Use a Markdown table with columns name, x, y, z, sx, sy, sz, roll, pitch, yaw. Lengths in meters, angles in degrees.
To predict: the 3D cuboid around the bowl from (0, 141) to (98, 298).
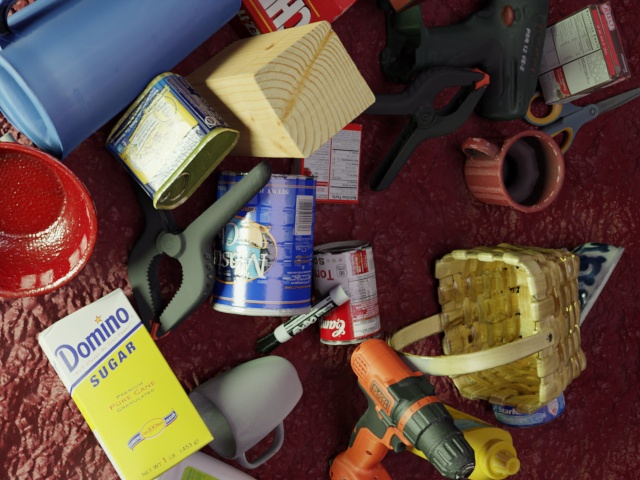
| name | x | y | z | sx | sy | sz | roll | pitch | yaw |
| --- | --- | --- | --- | --- | --- | --- | --- | --- | --- |
| bowl | -0.282 | -0.028 | 0.978 | 0.162 | 0.055 | 0.162 | -2 | 121 | -4 |

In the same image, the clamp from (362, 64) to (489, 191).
| name | x | y | z | sx | sy | sz | roll | pitch | yaw |
| --- | --- | --- | --- | --- | --- | --- | --- | --- | --- |
| clamp | 0.104 | -0.127 | 1.146 | 0.171 | 0.039 | 0.120 | -21 | 127 | -7 |

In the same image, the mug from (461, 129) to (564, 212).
| name | x | y | z | sx | sy | sz | roll | pitch | yaw |
| --- | --- | --- | --- | --- | --- | --- | --- | --- | --- |
| mug | 0.211 | -0.086 | 1.229 | 0.117 | 0.082 | 0.093 | 26 | 83 | -26 |

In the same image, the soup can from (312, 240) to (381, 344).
| name | x | y | z | sx | sy | sz | roll | pitch | yaw |
| --- | --- | --- | --- | --- | --- | --- | --- | --- | --- |
| soup can | 0.028 | 0.055 | 1.157 | 0.068 | 0.069 | 0.102 | -11 | 99 | -26 |

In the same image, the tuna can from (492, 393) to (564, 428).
| name | x | y | z | sx | sy | sz | roll | pitch | yaw |
| --- | --- | --- | --- | --- | --- | --- | --- | --- | --- |
| tuna can | 0.246 | 0.190 | 1.270 | 0.086 | 0.086 | 0.034 | -20 | 105 | -24 |

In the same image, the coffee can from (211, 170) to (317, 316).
| name | x | y | z | sx | sy | sz | roll | pitch | yaw |
| --- | --- | --- | --- | --- | --- | --- | --- | --- | --- |
| coffee can | -0.057 | 0.001 | 1.090 | 0.102 | 0.103 | 0.140 | 1 | 94 | -27 |

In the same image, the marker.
| name | x | y | z | sx | sy | sz | roll | pitch | yaw |
| --- | --- | --- | --- | --- | --- | --- | --- | --- | --- |
| marker | -0.020 | 0.085 | 1.129 | 0.121 | 0.020 | 0.020 | -35 | 114 | 19 |

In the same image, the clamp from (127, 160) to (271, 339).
| name | x | y | z | sx | sy | sz | roll | pitch | yaw |
| --- | --- | --- | --- | --- | --- | --- | --- | --- | --- |
| clamp | -0.150 | -0.007 | 1.056 | 0.036 | 0.165 | 0.210 | -17 | 128 | -68 |

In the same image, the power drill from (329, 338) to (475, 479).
| name | x | y | z | sx | sy | sz | roll | pitch | yaw |
| --- | --- | --- | --- | --- | --- | --- | --- | --- | --- |
| power drill | 0.081 | 0.222 | 1.121 | 0.057 | 0.185 | 0.188 | -9 | 133 | -32 |

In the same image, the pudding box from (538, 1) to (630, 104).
| name | x | y | z | sx | sy | sz | roll | pitch | yaw |
| --- | --- | --- | --- | --- | --- | --- | --- | --- | --- |
| pudding box | 0.297 | -0.213 | 1.234 | 0.039 | 0.114 | 0.090 | -13 | 88 | -32 |

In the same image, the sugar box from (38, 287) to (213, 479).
| name | x | y | z | sx | sy | sz | roll | pitch | yaw |
| --- | --- | --- | --- | --- | --- | --- | --- | --- | --- |
| sugar box | -0.189 | 0.144 | 1.032 | 0.093 | 0.048 | 0.176 | -31 | 84 | -21 |

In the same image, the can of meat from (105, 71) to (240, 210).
| name | x | y | z | sx | sy | sz | roll | pitch | yaw |
| --- | --- | --- | --- | --- | --- | --- | --- | --- | --- |
| can of meat | -0.140 | -0.094 | 0.997 | 0.084 | 0.057 | 0.102 | 47 | 105 | 14 |

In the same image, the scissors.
| name | x | y | z | sx | sy | sz | roll | pitch | yaw |
| --- | --- | --- | --- | --- | --- | --- | --- | --- | --- |
| scissors | 0.318 | -0.171 | 1.313 | 0.201 | 0.016 | 0.096 | -38 | 110 | -19 |

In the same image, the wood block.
| name | x | y | z | sx | sy | sz | roll | pitch | yaw |
| --- | --- | --- | --- | --- | --- | --- | --- | --- | --- |
| wood block | -0.050 | -0.141 | 1.023 | 0.090 | 0.206 | 0.090 | -40 | 110 | -18 |

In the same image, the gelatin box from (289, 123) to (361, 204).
| name | x | y | z | sx | sy | sz | roll | pitch | yaw |
| --- | --- | --- | --- | --- | --- | --- | --- | --- | --- |
| gelatin box | 0.005 | -0.084 | 1.155 | 0.073 | 0.030 | 0.089 | 1 | 94 | -28 |

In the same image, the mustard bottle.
| name | x | y | z | sx | sy | sz | roll | pitch | yaw |
| --- | --- | --- | --- | --- | --- | --- | --- | --- | --- |
| mustard bottle | 0.152 | 0.220 | 1.165 | 0.096 | 0.192 | 0.058 | 5 | 92 | -27 |

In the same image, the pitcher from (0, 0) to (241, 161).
| name | x | y | z | sx | sy | sz | roll | pitch | yaw |
| --- | --- | --- | --- | --- | --- | --- | --- | --- | --- |
| pitcher | -0.195 | -0.200 | 0.986 | 0.242 | 0.149 | 0.145 | -41 | 98 | -21 |
